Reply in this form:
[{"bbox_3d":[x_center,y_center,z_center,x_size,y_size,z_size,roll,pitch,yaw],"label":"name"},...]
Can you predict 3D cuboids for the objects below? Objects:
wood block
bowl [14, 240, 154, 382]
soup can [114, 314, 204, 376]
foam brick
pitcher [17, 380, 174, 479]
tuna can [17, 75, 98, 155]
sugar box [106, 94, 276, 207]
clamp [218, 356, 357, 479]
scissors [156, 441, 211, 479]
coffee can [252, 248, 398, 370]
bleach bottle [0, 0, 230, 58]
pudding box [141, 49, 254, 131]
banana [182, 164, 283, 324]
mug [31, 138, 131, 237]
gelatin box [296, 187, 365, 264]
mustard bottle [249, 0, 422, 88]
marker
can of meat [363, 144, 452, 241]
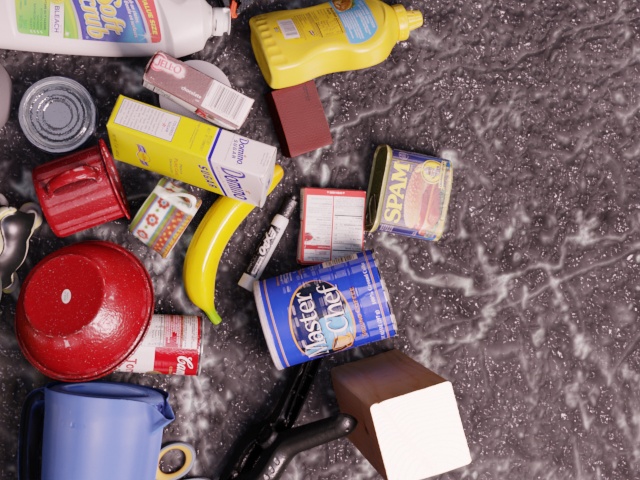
[{"bbox_3d":[0.081,0.188,1.168,0.090,0.206,0.091,-16,96,-9],"label":"wood block"},{"bbox_3d":[-0.262,0.066,1.136,0.162,0.055,0.162,-4,69,11],"label":"bowl"},{"bbox_3d":[-0.183,0.114,1.185,0.102,0.068,0.068,5,92,-10],"label":"soup can"},{"bbox_3d":[-0.025,-0.138,1.209,0.053,0.051,0.078,-18,96,-10],"label":"foam brick"},{"bbox_3d":[-0.250,0.272,1.150,0.144,0.149,0.243,6,89,-22],"label":"pitcher"},{"bbox_3d":[-0.287,-0.137,1.169,0.086,0.034,0.086,-1,93,-10],"label":"tuna can"},{"bbox_3d":[-0.138,-0.093,1.149,0.176,0.093,0.048,21,71,2],"label":"sugar box"},{"bbox_3d":[-0.047,0.216,1.203,0.036,0.164,0.210,37,109,-25],"label":"clamp"},{"bbox_3d":[-0.219,0.286,1.215,0.201,0.016,0.096,-7,93,-10],"label":"scissors"},{"bbox_3d":[0.006,0.076,1.189,0.140,0.103,0.103,-16,96,1],"label":"coffee can"},{"bbox_3d":[-0.223,-0.251,1.154,0.250,0.068,0.102,1,98,-9],"label":"bleach bottle"},{"bbox_3d":[-0.130,-0.155,1.115,0.113,0.090,0.039,29,89,-11],"label":"pudding box"},{"bbox_3d":[-0.109,-0.006,1.211,0.069,0.037,0.198,23,92,-40],"label":"banana"},{"bbox_3d":[-0.258,-0.055,1.140,0.081,0.117,0.093,-20,84,-4],"label":"mug"},{"bbox_3d":[0.012,-0.015,1.233,0.073,0.030,0.089,2,93,-12],"label":"gelatin box"},{"bbox_3d":[0.023,-0.230,1.196,0.191,0.096,0.058,-15,140,-10],"label":"mustard bottle"},{"bbox_3d":[-0.058,0.001,1.223,0.020,0.020,0.121,29,84,-11],"label":"marker"},{"bbox_3d":[0.101,-0.053,1.234,0.083,0.057,0.102,10,92,-14],"label":"can of meat"}]
